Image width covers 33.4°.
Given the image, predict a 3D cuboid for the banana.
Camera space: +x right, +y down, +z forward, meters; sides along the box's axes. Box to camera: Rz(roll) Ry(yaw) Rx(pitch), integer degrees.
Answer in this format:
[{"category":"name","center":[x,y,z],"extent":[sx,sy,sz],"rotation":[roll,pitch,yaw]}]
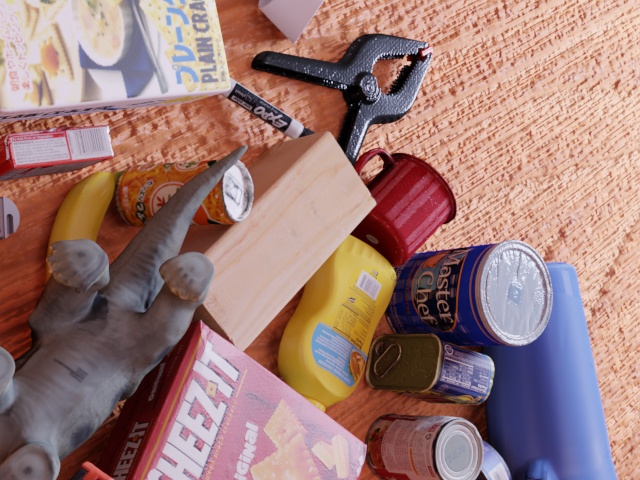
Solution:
[{"category":"banana","center":[-0.197,0.023,0.890],"extent":[0.069,0.037,0.198],"rotation":[18,74,-34]}]

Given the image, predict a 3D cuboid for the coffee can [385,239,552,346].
[{"category":"coffee can","center":[0.147,0.057,1.079],"extent":[0.102,0.141,0.103],"rotation":[5,82,-37]}]

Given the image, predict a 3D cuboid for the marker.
[{"category":"marker","center":[-0.047,-0.119,1.012],"extent":[0.121,0.020,0.020],"rotation":[31,66,-14]}]

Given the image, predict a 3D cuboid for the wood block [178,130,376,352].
[{"category":"wood block","center":[-0.056,0.002,0.964],"extent":[0.205,0.091,0.090],"rotation":[-47,113,-31]}]

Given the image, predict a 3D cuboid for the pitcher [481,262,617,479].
[{"category":"pitcher","center":[0.239,0.150,1.157],"extent":[0.144,0.149,0.243],"rotation":[-4,83,-21]}]

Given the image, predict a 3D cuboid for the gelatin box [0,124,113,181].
[{"category":"gelatin box","center":[-0.223,-0.070,0.858],"extent":[0.089,0.073,0.030],"rotation":[-11,90,-36]}]

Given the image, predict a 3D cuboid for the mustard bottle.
[{"category":"mustard bottle","center":[0.008,0.096,1.021],"extent":[0.096,0.058,0.191],"rotation":[40,62,-40]}]

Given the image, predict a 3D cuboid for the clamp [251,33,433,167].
[{"category":"clamp","center":[0.041,-0.141,1.087],"extent":[0.209,0.036,0.164],"rotation":[-27,103,-32]}]

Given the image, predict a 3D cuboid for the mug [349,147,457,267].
[{"category":"mug","center":[0.070,-0.037,1.064],"extent":[0.081,0.093,0.117],"rotation":[-45,118,-26]}]

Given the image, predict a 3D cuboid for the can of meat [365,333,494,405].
[{"category":"can of meat","center":[0.110,0.131,1.068],"extent":[0.083,0.102,0.057],"rotation":[21,73,-36]}]

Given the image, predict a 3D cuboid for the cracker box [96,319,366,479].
[{"category":"cracker box","center":[-0.067,0.192,0.879],"extent":[0.213,0.072,0.164],"rotation":[41,50,-28]}]

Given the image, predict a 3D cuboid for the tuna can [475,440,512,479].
[{"category":"tuna can","center":[0.155,0.244,1.098],"extent":[0.033,0.086,0.086],"rotation":[-29,102,-37]}]

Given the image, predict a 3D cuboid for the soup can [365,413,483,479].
[{"category":"soup can","center":[0.102,0.206,1.052],"extent":[0.068,0.102,0.068],"rotation":[5,81,-37]}]
